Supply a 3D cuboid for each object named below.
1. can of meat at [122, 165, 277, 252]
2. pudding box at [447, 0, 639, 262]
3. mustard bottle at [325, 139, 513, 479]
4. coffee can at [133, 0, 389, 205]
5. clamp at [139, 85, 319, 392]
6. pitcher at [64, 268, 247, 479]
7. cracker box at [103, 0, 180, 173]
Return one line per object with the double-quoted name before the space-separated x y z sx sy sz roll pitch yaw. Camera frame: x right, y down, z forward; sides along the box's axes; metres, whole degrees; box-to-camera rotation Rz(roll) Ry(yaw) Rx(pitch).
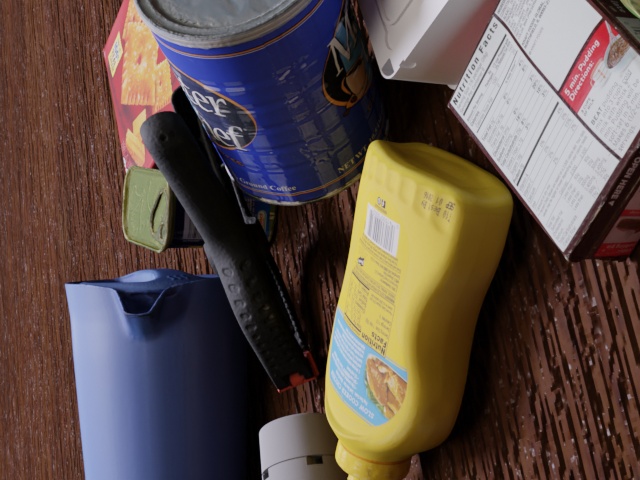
"can of meat" -0.089 -0.023 0.779 0.102 0.083 0.057 13 101 62
"pudding box" 0.108 -0.060 0.448 0.113 0.039 0.090 63 142 41
"mustard bottle" 0.041 0.051 0.553 0.096 0.058 0.192 40 123 55
"coffee can" -0.027 -0.099 0.573 0.140 0.103 0.103 65 -176 -54
"clamp" -0.054 0.001 0.659 0.164 0.036 0.210 -74 -39 -81
"pitcher" -0.113 0.142 0.792 0.145 0.148 0.243 -2 91 45
"cracker box" -0.098 -0.154 0.814 0.214 0.072 0.164 -53 44 47
